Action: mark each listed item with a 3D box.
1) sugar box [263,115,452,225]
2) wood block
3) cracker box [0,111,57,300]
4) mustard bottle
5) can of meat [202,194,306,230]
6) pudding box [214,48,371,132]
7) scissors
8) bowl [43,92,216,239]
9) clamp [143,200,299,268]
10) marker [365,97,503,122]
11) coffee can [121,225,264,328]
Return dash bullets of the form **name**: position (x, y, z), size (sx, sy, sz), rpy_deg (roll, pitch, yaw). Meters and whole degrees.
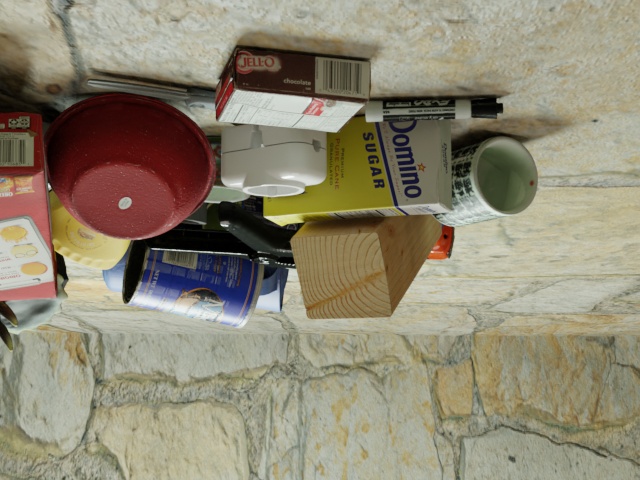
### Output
- **sugar box**: position (0.034, -0.068, 1.004), size (0.176, 0.093, 0.048), rpy_deg (-5, 168, 24)
- **wood block**: position (0.054, -0.004, 1.098), size (0.091, 0.090, 0.205), rpy_deg (-3, -159, 22)
- **cracker box**: position (-0.323, -0.024, 0.949), size (0.164, 0.072, 0.214), rpy_deg (-2, 148, -12)
- **mustard bottle**: position (-0.198, -0.054, 1.048), size (0.096, 0.058, 0.192), rpy_deg (32, 125, -20)
- **can of meat**: position (-0.075, -0.020, 1.185), size (0.083, 0.057, 0.102), rpy_deg (10, 160, -27)
- **pudding box**: position (-0.025, -0.121, 0.872), size (0.113, 0.039, 0.090), rpy_deg (5, 169, -14)
- **scissors**: position (-0.103, -0.119, 0.944), size (0.201, 0.016, 0.096), rpy_deg (3, 169, -11)
- **bowl**: position (-0.176, -0.053, 0.971), size (0.162, 0.055, 0.162), rpy_deg (-1, 133, -1)
- **clamp**: position (-0.057, 0.001, 1.098), size (0.209, 0.036, 0.165), rpy_deg (11, 165, -27)
- **marker**: position (0.100, -0.116, 0.944), size (0.121, 0.020, 0.020), rpy_deg (-1, 169, 6)
- **coffee can**: position (-0.149, 0.039, 1.243), size (0.140, 0.103, 0.103), rpy_deg (14, 165, -21)
